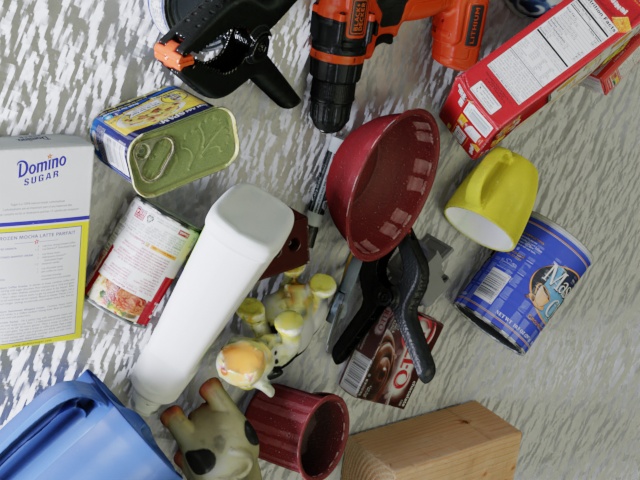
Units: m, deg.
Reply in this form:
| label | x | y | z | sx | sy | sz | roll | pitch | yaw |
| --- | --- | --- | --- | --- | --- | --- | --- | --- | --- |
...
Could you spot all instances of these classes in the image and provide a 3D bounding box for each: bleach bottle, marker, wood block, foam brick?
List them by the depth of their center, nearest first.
| label | x | y | z | sx | sy | sz | roll | pitch | yaw |
| --- | --- | --- | --- | --- | --- | --- | --- | --- | --- |
| bleach bottle | -0.114 | 0.069 | 0.967 | 0.251 | 0.068 | 0.102 | -57 | 180 | 27 |
| foam brick | -0.057 | 0.001 | 1.031 | 0.078 | 0.051 | 0.053 | -19 | 122 | -30 |
| marker | 0.002 | -0.046 | 1.075 | 0.020 | 0.020 | 0.121 | 9 | 105 | -41 |
| wood block | 0.134 | 0.271 | 1.289 | 0.205 | 0.091 | 0.090 | -8 | 116 | -35 |

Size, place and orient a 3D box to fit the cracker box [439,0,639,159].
| label | x | y | z | sx | sy | sz | roll | pitch | yaw |
| --- | --- | --- | --- | --- | --- | --- | --- | --- | --- |
| cracker box | 0.227 | -0.181 | 1.067 | 0.213 | 0.072 | 0.164 | -37 | 175 | -3 |

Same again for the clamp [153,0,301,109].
| label | x | y | z | sx | sy | sz | roll | pitch | yaw |
| --- | --- | --- | --- | --- | --- | --- | --- | --- | --- |
| clamp | -0.061 | -0.163 | 0.906 | 0.209 | 0.036 | 0.165 | -34 | 144 | -46 |

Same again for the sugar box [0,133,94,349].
| label | x | y | z | sx | sy | sz | roll | pitch | yaw |
| --- | --- | --- | --- | --- | --- | --- | --- | --- | --- |
| sugar box | -0.243 | 0.001 | 0.889 | 0.093 | 0.048 | 0.176 | -5 | 111 | -36 |

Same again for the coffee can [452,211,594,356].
| label | x | y | z | sx | sy | sz | roll | pitch | yaw |
| --- | --- | --- | --- | --- | --- | --- | --- | --- | --- |
| coffee can | 0.238 | 0.049 | 1.252 | 0.140 | 0.103 | 0.102 | -53 | 133 | -5 |

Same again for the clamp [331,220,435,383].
| label | x | y | z | sx | sy | sz | roll | pitch | yaw |
| --- | --- | --- | --- | --- | --- | --- | --- | --- | --- |
| clamp | 0.083 | 0.068 | 1.134 | 0.039 | 0.120 | 0.171 | -5 | 111 | -65 |

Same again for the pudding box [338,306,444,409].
| label | x | y | z | sx | sy | sz | roll | pitch | yaw |
| --- | --- | --- | --- | --- | --- | --- | --- | --- | --- |
| pudding box | 0.080 | 0.129 | 1.211 | 0.089 | 0.039 | 0.113 | 21 | 98 | -43 |

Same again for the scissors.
| label | x | y | z | sx | sy | sz | roll | pitch | yaw |
| --- | --- | --- | --- | --- | --- | --- | --- | --- | --- |
| scissors | 0.015 | 0.077 | 1.068 | 0.201 | 0.016 | 0.096 | -68 | 179 | -54 |

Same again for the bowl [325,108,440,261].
| label | x | y | z | sx | sy | sz | roll | pitch | yaw |
| --- | --- | --- | --- | --- | --- | --- | --- | --- | --- |
| bowl | 0.054 | -0.063 | 1.066 | 0.161 | 0.055 | 0.162 | -37 | 141 | -39 |

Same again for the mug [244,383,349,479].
| label | x | y | z | sx | sy | sz | roll | pitch | yaw |
| --- | --- | --- | --- | --- | --- | --- | --- | --- | --- |
| mug | -0.021 | 0.192 | 1.125 | 0.117 | 0.082 | 0.093 | -36 | 128 | -45 |

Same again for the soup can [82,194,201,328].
| label | x | y | z | sx | sy | sz | roll | pitch | yaw |
| --- | --- | --- | --- | --- | --- | --- | --- | --- | --- |
| soup can | -0.159 | 0.018 | 0.947 | 0.068 | 0.069 | 0.102 | 30 | 91 | -43 |

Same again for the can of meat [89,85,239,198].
| label | x | y | z | sx | sy | sz | roll | pitch | yaw |
| --- | --- | --- | --- | --- | --- | --- | --- | --- | --- |
| can of meat | -0.134 | -0.087 | 0.903 | 0.102 | 0.084 | 0.057 | -25 | 125 | -27 |

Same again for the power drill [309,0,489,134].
| label | x | y | z | sx | sy | sz | roll | pitch | yaw |
| --- | --- | --- | --- | --- | --- | --- | --- | --- | --- |
| power drill | 0.073 | -0.197 | 1.031 | 0.187 | 0.057 | 0.184 | -10 | 121 | -36 |

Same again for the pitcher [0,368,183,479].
| label | x | y | z | sx | sy | sz | roll | pitch | yaw |
| --- | --- | --- | --- | --- | --- | --- | --- | --- | --- |
| pitcher | -0.256 | 0.233 | 0.940 | 0.242 | 0.145 | 0.149 | -41 | 98 | -11 |

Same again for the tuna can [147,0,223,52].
| label | x | y | z | sx | sy | sz | roll | pitch | yaw |
| --- | --- | --- | --- | --- | --- | --- | --- | --- | --- |
| tuna can | -0.103 | -0.205 | 0.904 | 0.086 | 0.034 | 0.086 | -17 | 121 | -31 |
